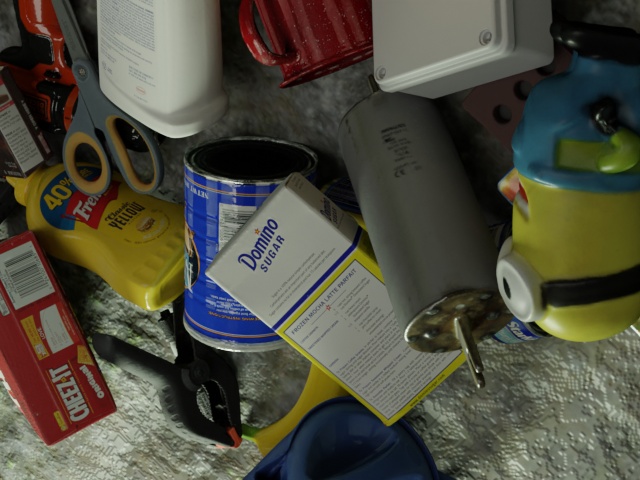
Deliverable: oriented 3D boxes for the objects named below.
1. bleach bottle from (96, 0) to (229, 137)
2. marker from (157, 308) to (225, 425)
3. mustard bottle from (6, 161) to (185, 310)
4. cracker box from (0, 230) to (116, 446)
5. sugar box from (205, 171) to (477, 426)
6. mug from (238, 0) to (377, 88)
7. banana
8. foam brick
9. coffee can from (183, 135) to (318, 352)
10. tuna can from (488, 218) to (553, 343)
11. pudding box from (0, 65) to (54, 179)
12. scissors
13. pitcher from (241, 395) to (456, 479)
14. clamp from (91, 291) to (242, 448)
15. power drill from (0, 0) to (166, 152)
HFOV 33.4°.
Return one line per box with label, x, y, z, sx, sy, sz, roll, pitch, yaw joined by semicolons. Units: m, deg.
bleach bottle;-0.109;-0.199;0.725;0.103;0.068;0.251;33;137;27
marker;-0.115;0.117;0.963;0.020;0.020;0.121;-20;99;34
mustard bottle;-0.189;-0.018;0.902;0.192;0.096;0.058;27;141;19
cracker box;-0.259;0.081;0.936;0.164;0.072;0.214;66;160;-8
sugar box;0.016;0.042;0.754;0.176;0.048;0.093;42;112;-5
mug;-0.009;-0.156;0.734;0.093;0.117;0.081;-15;97;54
banana;-0.011;0.129;0.896;0.069;0.037;0.198;39;124;8
foam brick;0.141;-0.104;0.703;0.053;0.051;0.078;44;125;8
coffee can;-0.055;0.001;0.829;0.103;0.102;0.140;14;116;25
tuna can;0.135;0.028;0.741;0.034;0.086;0.086;-17;101;35
pudding box;-0.284;-0.101;0.902;0.114;0.039;0.090;6;130;43
scissors;-0.196;-0.119;0.846;0.096;0.016;0.202;-27;100;28
pitcher;-0.008;0.235;0.875;0.149;0.144;0.243;45;138;2
clamp;-0.113;0.104;0.923;0.039;0.120;0.171;0;133;46
power drill;-0.201;-0.173;0.869;0.185;0.057;0.188;18;118;23
